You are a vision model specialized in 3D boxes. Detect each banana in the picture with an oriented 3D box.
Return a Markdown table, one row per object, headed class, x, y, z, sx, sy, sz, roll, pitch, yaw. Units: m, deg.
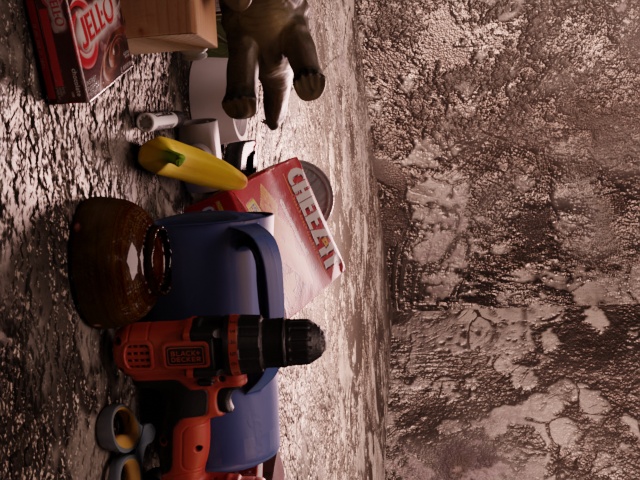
| class | x | y | z | sx | sy | sz | roll | pitch | yaw |
| --- | --- | --- | --- | --- | --- | --- | --- | --- | --- |
| banana | -0.135 | -0.075 | 1.075 | 0.037 | 0.070 | 0.197 | -61 | 166 | 6 |

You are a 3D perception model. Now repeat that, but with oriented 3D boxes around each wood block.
| class | x | y | z | sx | sy | sz | roll | pitch | yaw |
| --- | --- | --- | --- | --- | --- | --- | --- | --- | --- |
| wood block | -0.151 | -0.282 | 0.975 | 0.090 | 0.090 | 0.206 | -15 | 102 | -82 |

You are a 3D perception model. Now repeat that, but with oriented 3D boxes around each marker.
| class | x | y | z | sx | sy | sz | roll | pitch | yaw |
| --- | --- | --- | --- | --- | --- | --- | --- | --- | --- |
| marker | -0.161 | -0.122 | 1.090 | 0.121 | 0.020 | 0.020 | -45 | 132 | -79 |

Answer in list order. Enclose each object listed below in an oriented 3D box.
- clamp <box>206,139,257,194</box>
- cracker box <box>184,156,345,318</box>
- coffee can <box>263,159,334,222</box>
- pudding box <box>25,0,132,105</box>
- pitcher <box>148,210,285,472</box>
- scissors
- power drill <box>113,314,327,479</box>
| class | x | y | z | sx | sy | sz | roll | pitch | yaw |
| --- | --- | --- | --- | --- | --- | --- | --- | --- | --- |
| clamp | -0.111 | -0.077 | 1.361 | 0.120 | 0.039 | 0.171 | 81 | 10 | -52 |
| cracker box | -0.058 | 0.002 | 1.268 | 0.164 | 0.072 | 0.213 | 67 | 25 | -6 |
| coffee can | -0.043 | -0.058 | 1.464 | 0.140 | 0.102 | 0.103 | -164 | -109 | -81 |
| pudding box | -0.190 | -0.166 | 0.846 | 0.113 | 0.039 | 0.090 | -74 | 159 | -65 |
| pitcher | -0.095 | 0.093 | 1.017 | 0.149 | 0.145 | 0.243 | -53 | 138 | -83 |
| scissors | -0.163 | 0.196 | 0.980 | 0.201 | 0.016 | 0.096 | 58 | 27 | -72 |
| power drill | -0.082 | 0.155 | 0.934 | 0.057 | 0.184 | 0.188 | -69 | 156 | -77 |
